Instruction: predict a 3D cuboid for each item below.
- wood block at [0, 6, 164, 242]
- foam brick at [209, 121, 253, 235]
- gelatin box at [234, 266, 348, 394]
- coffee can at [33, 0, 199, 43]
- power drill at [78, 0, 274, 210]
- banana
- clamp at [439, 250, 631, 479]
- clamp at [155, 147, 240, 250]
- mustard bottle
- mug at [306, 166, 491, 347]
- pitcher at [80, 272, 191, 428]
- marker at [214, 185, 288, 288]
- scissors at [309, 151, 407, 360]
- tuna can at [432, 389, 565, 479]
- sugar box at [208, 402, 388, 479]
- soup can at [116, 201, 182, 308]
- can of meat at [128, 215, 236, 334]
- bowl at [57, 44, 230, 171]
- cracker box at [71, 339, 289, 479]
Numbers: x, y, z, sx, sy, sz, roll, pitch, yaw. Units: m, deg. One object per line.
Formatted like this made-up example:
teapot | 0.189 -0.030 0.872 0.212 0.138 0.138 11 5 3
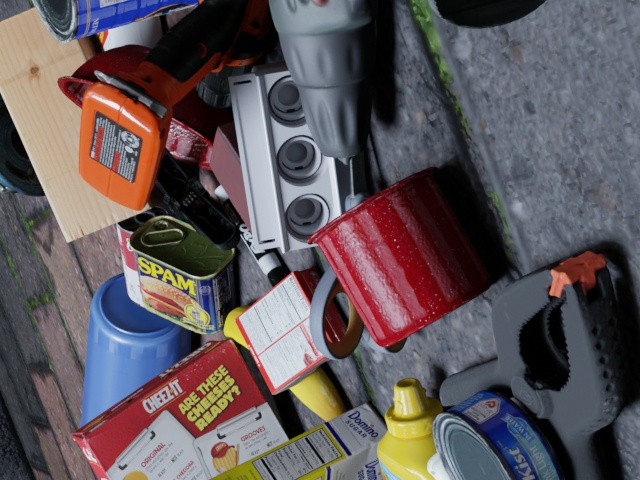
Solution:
wood block | -0.229 -0.114 1.006 0.090 0.091 0.206 -70 -42 -80
foam brick | -0.043 -0.052 0.826 0.078 0.052 0.051 58 152 23
gelatin box | -0.022 0.074 0.877 0.089 0.030 0.073 -40 73 38
coffee can | -0.136 -0.212 0.778 0.103 0.140 0.103 43 145 41
power drill | -0.093 -0.111 0.735 0.057 0.187 0.185 29 147 4
banana | -0.040 0.101 0.963 0.198 0.037 0.069 28 153 55
clamp | 0.137 0.092 0.610 0.165 0.036 0.210 50 153 30
clamp | -0.113 -0.032 0.951 0.120 0.039 0.171 53 176 5
mustard bottle | 0.082 0.188 0.766 0.096 0.058 0.191 21 128 64
mug | 0.052 0.014 0.668 0.081 0.093 0.117 60 179 5
pitcher | -0.209 0.143 1.229 0.149 0.144 0.243 39 140 25
marker | -0.056 0.001 0.929 0.121 0.020 0.020 57 152 20
scissors | 0.015 -0.008 0.712 0.016 0.096 0.202 5 118 47
tuna can | 0.106 0.132 0.632 0.086 0.033 0.086 50 157 31
sugar box | -0.028 0.202 0.854 0.048 0.176 0.093 47 147 32
soup can | -0.173 0.012 1.105 0.069 0.068 0.102 43 145 41
can of meat | -0.130 0.035 1.030 0.102 0.057 0.084 22 137 24
bowl | -0.135 -0.117 0.893 0.162 0.055 0.162 24 171 4
cracker box | -0.105 0.225 0.996 0.213 0.164 0.072 60 156 -7
